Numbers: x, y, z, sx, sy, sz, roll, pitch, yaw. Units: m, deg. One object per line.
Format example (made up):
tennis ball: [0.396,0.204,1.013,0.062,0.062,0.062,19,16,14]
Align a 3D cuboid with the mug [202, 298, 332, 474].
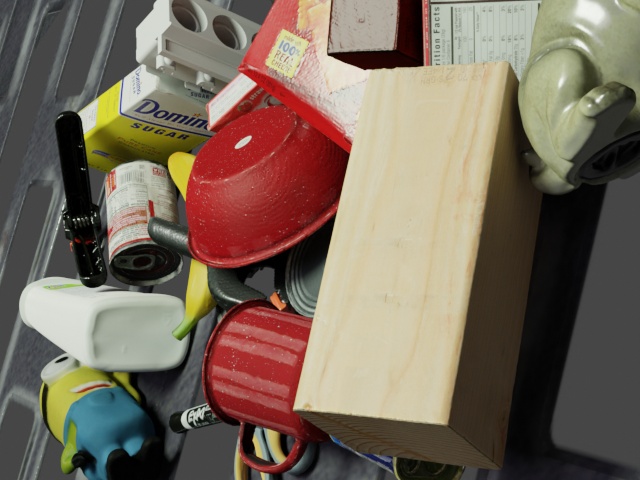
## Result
mug: [-0.025,0.104,0.742,0.082,0.093,0.117,10,80,39]

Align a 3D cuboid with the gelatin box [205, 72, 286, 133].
gelatin box: [-0.040,-0.111,0.878,0.089,0.073,0.030,-37,48,37]

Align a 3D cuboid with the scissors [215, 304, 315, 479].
scissors: [-0.046,0.114,0.831,0.096,0.016,0.202,-37,48,37]

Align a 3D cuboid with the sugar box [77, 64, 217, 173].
sugar box: [-0.165,-0.113,1.022,0.177,0.093,0.048,-22,58,46]

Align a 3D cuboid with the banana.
banana: [-0.106,-0.011,0.938,0.070,0.037,0.198,-19,52,19]

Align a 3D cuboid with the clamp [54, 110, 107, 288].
clamp: [-0.230,-0.010,1.036,0.210,0.036,0.164,117,143,-68]

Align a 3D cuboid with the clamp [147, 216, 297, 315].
clamp: [-0.056,0.001,0.862,0.120,0.039,0.172,-41,53,-6]

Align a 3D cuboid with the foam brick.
foam brick: [0.040,-0.151,0.672,0.051,0.052,0.078,4,88,33]

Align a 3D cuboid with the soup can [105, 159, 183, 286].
soup can: [-0.167,-0.017,1.002,0.069,0.068,0.102,-40,46,34]

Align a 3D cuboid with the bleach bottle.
bleach bottle: [-0.220,0.070,1.021,0.251,0.102,0.068,10,97,59]

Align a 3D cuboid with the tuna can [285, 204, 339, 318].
tuna can: [0.014,0.019,0.784,0.086,0.033,0.086,-26,55,43]

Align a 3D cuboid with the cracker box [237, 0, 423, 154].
cracker box: [0.061,-0.164,0.735,0.164,0.072,0.214,40,108,29]

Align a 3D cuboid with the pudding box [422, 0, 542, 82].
pudding box: [0.117,-0.137,0.641,0.039,0.113,0.090,-68,-24,-79]

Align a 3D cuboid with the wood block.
wood block: [0.062,0.012,0.600,0.090,0.090,0.206,1,66,28]

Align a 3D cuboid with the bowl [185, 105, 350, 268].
bowl: [-0.046,-0.054,0.815,0.162,0.055,0.162,-24,32,15]

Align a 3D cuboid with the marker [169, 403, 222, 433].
marker: [-0.093,0.141,0.860,0.121,0.020,0.020,-27,53,57]
